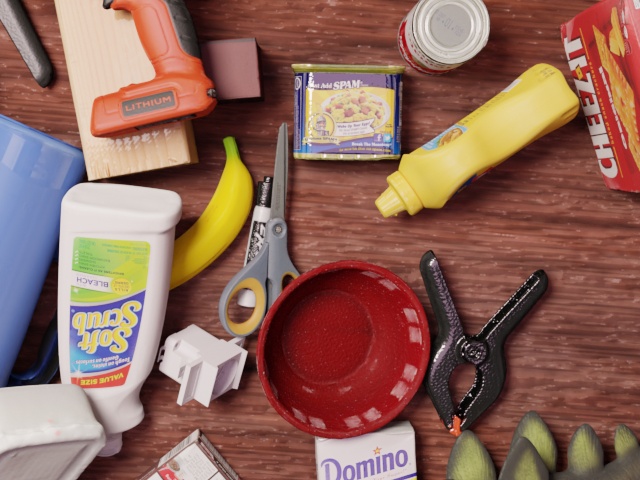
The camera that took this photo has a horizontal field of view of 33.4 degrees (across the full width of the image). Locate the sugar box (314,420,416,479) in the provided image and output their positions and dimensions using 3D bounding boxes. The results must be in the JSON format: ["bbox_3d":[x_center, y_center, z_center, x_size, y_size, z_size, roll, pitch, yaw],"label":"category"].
[{"bbox_3d":[0.045,0.260,0.990,0.093,0.048,0.176,-4,95,-2],"label":"sugar box"}]

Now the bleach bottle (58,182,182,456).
[{"bbox_3d":[-0.179,0.078,0.939,0.102,0.068,0.251,6,113,1],"label":"bleach bottle"}]

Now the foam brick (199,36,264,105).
[{"bbox_3d":[-0.078,-0.148,0.943,0.053,0.078,0.051,-5,94,1],"label":"foam brick"}]

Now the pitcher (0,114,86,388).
[{"bbox_3d":[-0.288,0.018,0.932,0.145,0.149,0.243,23,90,12],"label":"pitcher"}]

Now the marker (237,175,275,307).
[{"bbox_3d":[-0.058,0.001,0.983,0.020,0.020,0.121,10,94,-3],"label":"marker"}]

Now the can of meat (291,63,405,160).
[{"bbox_3d":[0.024,-0.115,0.959,0.102,0.057,0.084,1,96,-2],"label":"can of meat"}]

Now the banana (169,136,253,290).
[{"bbox_3d":[-0.124,-0.001,0.975,0.070,0.037,0.198,44,90,15],"label":"banana"}]

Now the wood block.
[{"bbox_3d":[-0.171,-0.162,0.934,0.091,0.090,0.206,-10,94,0],"label":"wood block"}]

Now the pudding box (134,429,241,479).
[{"bbox_3d":[-0.128,0.246,0.988,0.113,0.039,0.090,-39,95,3],"label":"pudding box"}]

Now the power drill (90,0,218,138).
[{"bbox_3d":[-0.166,-0.181,0.858,0.184,0.057,0.187,-12,94,0],"label":"power drill"}]

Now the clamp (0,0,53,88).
[{"bbox_3d":[-0.302,-0.240,0.950,0.164,0.036,0.210,15,97,-4],"label":"clamp"}]

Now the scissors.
[{"bbox_3d":[-0.056,0.001,0.962,0.096,0.016,0.202,-15,104,-23],"label":"scissors"}]

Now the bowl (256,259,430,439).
[{"bbox_3d":[0.015,0.093,0.963,0.162,0.055,0.162,-3,99,-16],"label":"bowl"}]

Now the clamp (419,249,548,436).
[{"bbox_3d":[0.129,0.091,0.985,0.120,0.039,0.171,19,93,-2],"label":"clamp"}]

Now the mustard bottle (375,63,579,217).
[{"bbox_3d":[0.132,-0.081,0.944,0.191,0.096,0.058,-34,96,1],"label":"mustard bottle"}]

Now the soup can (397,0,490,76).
[{"bbox_3d":[0.107,-0.182,0.934,0.068,0.102,0.068,0,94,-2],"label":"soup can"}]
